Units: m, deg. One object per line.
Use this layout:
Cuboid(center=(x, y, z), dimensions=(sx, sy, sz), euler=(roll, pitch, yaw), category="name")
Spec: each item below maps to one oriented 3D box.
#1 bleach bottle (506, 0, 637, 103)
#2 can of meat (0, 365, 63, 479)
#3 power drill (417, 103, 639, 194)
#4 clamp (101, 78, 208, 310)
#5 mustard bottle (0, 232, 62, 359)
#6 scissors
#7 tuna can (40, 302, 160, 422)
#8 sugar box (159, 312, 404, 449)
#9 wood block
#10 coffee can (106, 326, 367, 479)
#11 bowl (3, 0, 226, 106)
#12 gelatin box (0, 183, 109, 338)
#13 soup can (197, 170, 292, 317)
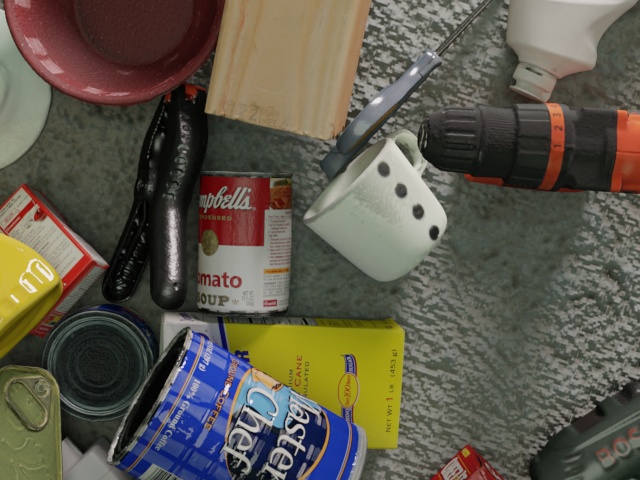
Cuboid(center=(0.211, -0.215, 0.765), dimensions=(0.102, 0.068, 0.251), euler=(25, 96, -2), category="bleach bottle")
Cuboid(center=(-0.233, 0.148, 0.761), dimensions=(0.084, 0.057, 0.102), euler=(-20, 68, 36), category="can of meat")
Cuboid(center=(0.147, -0.060, 0.712), dimensions=(0.184, 0.187, 0.057), euler=(6, 95, -3), category="power drill")
Cuboid(center=(-0.108, -0.029, 0.752), dimensions=(0.039, 0.120, 0.171), euler=(12, 92, -35), category="clamp")
Cuboid(center=(-0.275, -0.001, 0.730), dimensions=(0.192, 0.058, 0.096), euler=(42, 74, 8), category="mustard bottle")
Cuboid(center=(0.070, -0.122, 0.757), dimensions=(0.016, 0.096, 0.202), euler=(43, 96, 1), category="scissors")
Cuboid(center=(-0.163, 0.091, 0.794), dimensions=(0.086, 0.034, 0.086), euler=(0, 94, -1), category="tuna can")
Cuboid(center=(-0.030, 0.103, 0.782), dimensions=(0.176, 0.048, 0.093), euler=(2, 96, -10), category="sugar box")
Cuboid(center=(-0.010, -0.181, 0.732), dimensions=(0.090, 0.090, 0.206), euler=(13, 101, 5), category="wood block")
Cuboid(center=(-0.055, 0.136, 0.708), dimensions=(0.140, 0.103, 0.103), euler=(32, 93, -11), category="coffee can")
Cuboid(center=(-0.139, -0.173, 0.760), dimensions=(0.162, 0.055, 0.162), euler=(0, 91, 5), category="bowl")
Cuboid(center=(-0.210, 0.014, 0.777), dimensions=(0.073, 0.030, 0.089), euler=(-47, 70, 2), category="gelatin box")
Cuboid(center=(-0.055, 0.001, 0.772), dimensions=(0.068, 0.068, 0.102), euler=(2, 94, -1), category="soup can")
